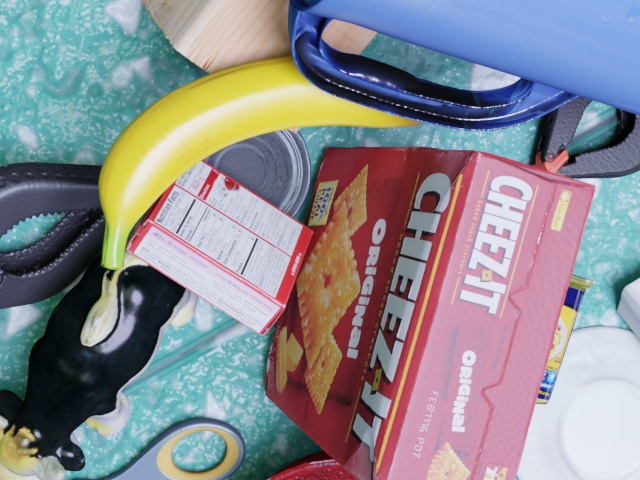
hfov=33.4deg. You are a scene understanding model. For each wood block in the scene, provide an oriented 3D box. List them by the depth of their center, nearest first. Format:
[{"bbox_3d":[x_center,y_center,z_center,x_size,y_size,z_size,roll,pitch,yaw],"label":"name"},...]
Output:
[{"bbox_3d":[0.006,-0.175,0.581,0.090,0.090,0.206,33,103,-35],"label":"wood block"}]

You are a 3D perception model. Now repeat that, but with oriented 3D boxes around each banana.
[{"bbox_3d":[-0.036,-0.058,0.549,0.197,0.037,0.069,-26,118,-14],"label":"banana"}]

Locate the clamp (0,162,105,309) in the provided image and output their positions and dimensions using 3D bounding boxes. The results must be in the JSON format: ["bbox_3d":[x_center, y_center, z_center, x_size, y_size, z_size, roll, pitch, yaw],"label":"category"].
[{"bbox_3d":[-0.201,0.007,0.588,0.210,0.036,0.164,-32,141,-12],"label":"clamp"}]

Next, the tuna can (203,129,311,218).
[{"bbox_3d":[-0.049,-0.041,0.644,0.086,0.034,0.086,0,93,-9],"label":"tuna can"}]

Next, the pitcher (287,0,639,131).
[{"bbox_3d":[0.110,-0.124,0.502,0.242,0.149,0.145,17,81,-20],"label":"pitcher"}]

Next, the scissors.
[{"bbox_3d":[-0.133,0.139,0.648,0.201,0.016,0.096,18,93,-10],"label":"scissors"}]

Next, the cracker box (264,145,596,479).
[{"bbox_3d":[0.042,0.035,0.569,0.072,0.214,0.164,15,91,-18],"label":"cracker box"}]

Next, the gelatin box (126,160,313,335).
[{"bbox_3d":[-0.054,0.001,0.590,0.089,0.073,0.030,32,126,-9],"label":"gelatin box"}]
